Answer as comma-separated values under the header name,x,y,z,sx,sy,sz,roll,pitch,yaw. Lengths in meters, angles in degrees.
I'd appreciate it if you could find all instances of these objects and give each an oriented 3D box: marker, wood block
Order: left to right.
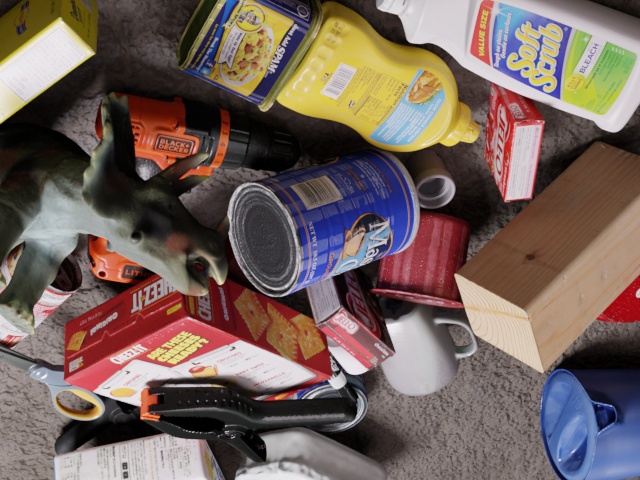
name,x,y,z,sx,sy,sz,roll,pitch,yaw
marker,0.005,0.129,1.138,0.020,0.020,0.121,-29,108,14
wood block,0.234,0.011,1.001,0.206,0.091,0.090,-41,133,-19

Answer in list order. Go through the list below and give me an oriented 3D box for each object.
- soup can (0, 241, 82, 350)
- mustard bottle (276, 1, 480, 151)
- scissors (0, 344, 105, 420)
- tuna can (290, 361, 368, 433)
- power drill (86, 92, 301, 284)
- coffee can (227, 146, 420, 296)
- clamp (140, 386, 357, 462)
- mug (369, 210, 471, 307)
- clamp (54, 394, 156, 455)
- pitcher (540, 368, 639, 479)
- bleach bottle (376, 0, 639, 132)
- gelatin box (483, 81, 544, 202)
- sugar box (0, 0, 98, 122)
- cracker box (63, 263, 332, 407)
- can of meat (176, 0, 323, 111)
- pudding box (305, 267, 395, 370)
name,x,y,z,sx,sy,sz,roll,pitch,yaw
soup can,-0.284,0.051,1.010,0.102,0.068,0.068,-40,126,22
mustard bottle,0.061,-0.128,0.933,0.191,0.058,0.096,22,121,-26
scissors,-0.254,0.120,1.043,0.096,0.016,0.201,-27,141,2
tuna can,0.010,0.178,1.197,0.086,0.034,0.086,-5,130,-7
power drill,-0.127,-0.042,0.973,0.184,0.057,0.188,11,125,-19
coffee can,0.004,-0.019,0.949,0.140,0.103,0.103,-19,139,-36
clamp,-0.091,0.182,1.067,0.209,0.036,0.165,13,146,-30
mug,0.101,0.019,1.041,0.093,0.081,0.117,9,174,10
clamp,-0.223,0.185,1.155,0.120,0.039,0.172,-1,127,-19
pitcher,0.386,0.212,1.249,0.242,0.149,0.145,-1,115,-14
bleach bottle,0.164,-0.172,0.916,0.250,0.068,0.103,12,126,-18
gelatin box,0.175,-0.092,0.975,0.030,0.073,0.089,-6,131,-6
sugar box,-0.256,-0.134,0.844,0.176,0.093,0.048,-31,127,14
cracker box,-0.117,0.108,1.047,0.164,0.072,0.213,-28,144,28
can of meat,-0.060,-0.169,0.877,0.083,0.057,0.102,22,122,-24
pudding box,0.024,0.061,1.049,0.039,0.113,0.090,-36,128,14
